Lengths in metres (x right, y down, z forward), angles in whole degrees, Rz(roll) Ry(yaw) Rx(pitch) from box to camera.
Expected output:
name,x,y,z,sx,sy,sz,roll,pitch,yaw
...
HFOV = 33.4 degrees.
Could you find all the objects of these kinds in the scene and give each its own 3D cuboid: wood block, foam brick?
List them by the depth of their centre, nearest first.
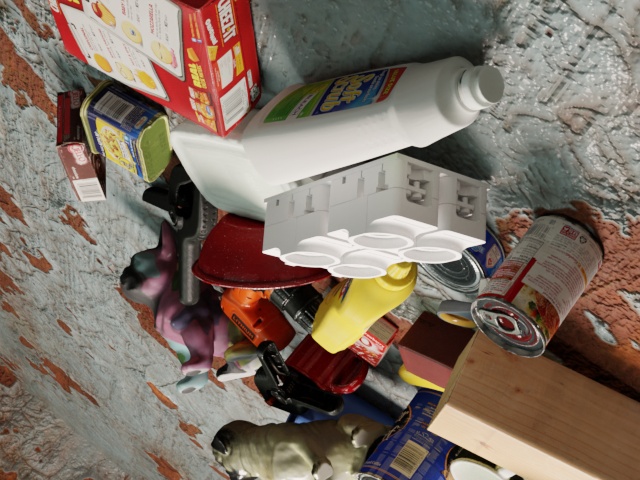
name,x,y,z,sx,sy,sz,roll,pitch,yaw
wood block,0.220,0.178,1.019,0.206,0.090,0.091,26,154,6
foam brick,0.131,0.120,1.134,0.078,0.053,0.051,23,149,36

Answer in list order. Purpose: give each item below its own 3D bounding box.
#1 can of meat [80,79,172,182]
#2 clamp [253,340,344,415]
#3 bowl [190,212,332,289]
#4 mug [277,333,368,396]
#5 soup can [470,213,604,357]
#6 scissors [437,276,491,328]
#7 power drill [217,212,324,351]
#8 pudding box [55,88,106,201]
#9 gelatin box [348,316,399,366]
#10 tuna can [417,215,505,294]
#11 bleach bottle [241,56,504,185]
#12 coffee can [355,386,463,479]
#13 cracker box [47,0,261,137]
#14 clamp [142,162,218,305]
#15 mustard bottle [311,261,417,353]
name,x,y,z,sx,sy,sz,roll,pitch,yaw
can of meat,-0.220,-0.124,1.224,0.084,0.057,0.102,30,154,16
clamp,-0.031,0.180,1.277,0.120,0.039,0.171,42,161,9
bowl,-0.057,0.001,1.130,0.162,0.161,0.055,14,112,43
mug,0.012,0.157,1.323,0.117,0.081,0.093,8,139,50
soup can,0.178,0.036,0.873,0.068,0.102,0.068,32,153,18
scissors,0.137,0.058,0.988,0.096,0.016,0.201,13,164,29
power drill,-0.059,0.069,1.287,0.184,0.057,0.188,47,155,17
pudding box,-0.291,-0.115,1.301,0.039,0.090,0.113,-7,145,-2
gelatin box,0.043,0.101,1.251,0.089,0.030,0.073,36,154,9
tuna can,0.125,0.010,0.985,0.086,0.033,0.086,32,153,18
bleach bottle,0.046,-0.104,0.860,0.251,0.102,0.068,-8,121,49
coffee can,0.122,0.254,1.257,0.103,0.140,0.103,32,154,18
cracker box,-0.159,-0.211,0.984,0.214,0.072,0.164,30,152,23
clamp,-0.164,-0.039,1.273,0.165,0.036,0.210,62,150,24
mustard bottle,0.052,0.050,1.079,0.058,0.096,0.192,41,155,1
